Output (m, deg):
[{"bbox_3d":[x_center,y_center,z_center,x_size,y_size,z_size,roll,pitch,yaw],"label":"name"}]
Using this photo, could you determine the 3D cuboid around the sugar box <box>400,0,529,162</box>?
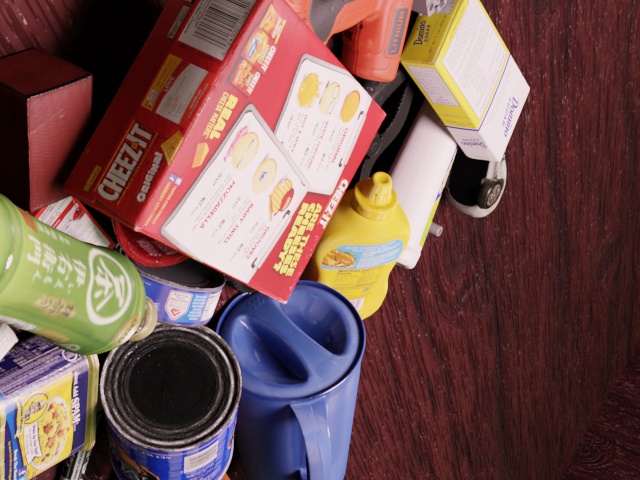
[{"bbox_3d":[0.142,-0.159,1.024,0.176,0.048,0.093,47,63,-52],"label":"sugar box"}]

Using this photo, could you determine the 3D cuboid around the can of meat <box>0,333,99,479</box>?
[{"bbox_3d":[-0.205,0.118,0.741,0.083,0.058,0.102,-28,137,-47],"label":"can of meat"}]

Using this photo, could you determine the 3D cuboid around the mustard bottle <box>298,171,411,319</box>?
[{"bbox_3d":[0.032,0.006,0.998,0.096,0.058,0.192,-5,144,-20],"label":"mustard bottle"}]

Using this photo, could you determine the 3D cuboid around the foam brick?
[{"bbox_3d":[-0.172,-0.066,0.639,0.051,0.053,0.078,-32,140,-47],"label":"foam brick"}]

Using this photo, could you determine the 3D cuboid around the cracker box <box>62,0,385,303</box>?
[{"bbox_3d":[-0.053,-0.062,0.713,0.164,0.072,0.213,-62,154,-2],"label":"cracker box"}]

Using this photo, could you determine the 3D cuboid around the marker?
[{"bbox_3d":[-0.193,0.171,0.852,0.020,0.020,0.121,-6,119,-60],"label":"marker"}]

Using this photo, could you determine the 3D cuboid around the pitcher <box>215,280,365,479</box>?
[{"bbox_3d":[-0.025,0.167,1.018,0.149,0.145,0.243,-54,157,-35],"label":"pitcher"}]

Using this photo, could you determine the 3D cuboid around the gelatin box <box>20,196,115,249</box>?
[{"bbox_3d":[-0.184,0.005,0.707,0.073,0.030,0.089,-54,153,-16],"label":"gelatin box"}]

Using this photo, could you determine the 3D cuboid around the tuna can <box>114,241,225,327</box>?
[{"bbox_3d":[-0.116,0.031,0.791,0.086,0.086,0.034,-4,119,-60],"label":"tuna can"}]

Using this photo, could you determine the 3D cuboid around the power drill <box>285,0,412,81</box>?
[{"bbox_3d":[-0.001,-0.153,0.867,0.187,0.057,0.184,-27,137,-51],"label":"power drill"}]

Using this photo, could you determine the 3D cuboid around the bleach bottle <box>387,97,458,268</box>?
[{"bbox_3d":[0.114,-0.097,1.106,0.102,0.068,0.251,33,80,-83],"label":"bleach bottle"}]

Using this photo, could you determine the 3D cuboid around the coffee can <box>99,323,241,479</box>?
[{"bbox_3d":[-0.116,0.136,0.827,0.102,0.103,0.140,-49,167,-27],"label":"coffee can"}]
